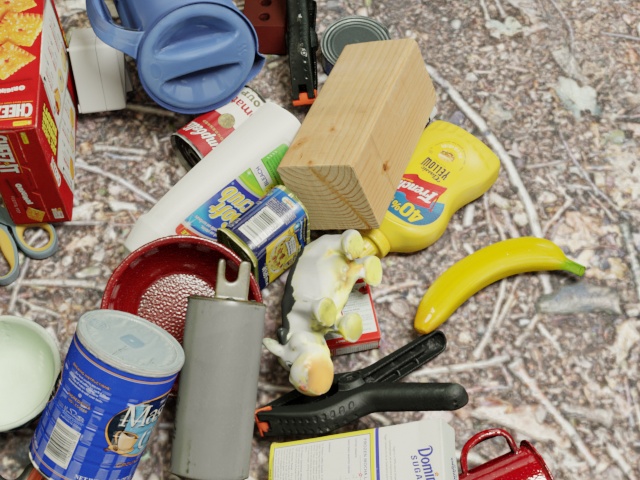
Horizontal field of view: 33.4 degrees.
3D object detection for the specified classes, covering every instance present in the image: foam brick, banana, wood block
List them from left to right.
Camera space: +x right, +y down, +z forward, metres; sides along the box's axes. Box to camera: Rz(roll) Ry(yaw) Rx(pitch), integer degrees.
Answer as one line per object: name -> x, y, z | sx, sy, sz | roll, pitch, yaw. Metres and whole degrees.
foam brick -> -0.065, -0.271, 1.286 | 0.053, 0.051, 0.078 | 2, 61, 2
wood block -> 0.045, -0.116, 1.145 | 0.090, 0.090, 0.206 | 0, 46, 30
banana -> 0.176, 0.038, 1.117 | 0.197, 0.037, 0.070 | -20, 40, -12

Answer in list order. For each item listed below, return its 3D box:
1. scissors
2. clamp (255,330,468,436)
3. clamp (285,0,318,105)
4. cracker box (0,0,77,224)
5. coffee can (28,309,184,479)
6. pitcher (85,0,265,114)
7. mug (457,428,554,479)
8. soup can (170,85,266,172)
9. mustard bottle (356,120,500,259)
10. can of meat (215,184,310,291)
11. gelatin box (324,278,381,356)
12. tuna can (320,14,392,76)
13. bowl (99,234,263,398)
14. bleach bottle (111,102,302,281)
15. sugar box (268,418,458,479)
scissors -> -0.350, -0.042, 1.181 | 0.096, 0.016, 0.202 | -15, 62, -10
clamp -> 0.040, 0.149, 1.021 | 0.210, 0.164, 0.036 | -19, 103, -3
clamp -> -0.020, -0.236, 1.255 | 0.039, 0.120, 0.171 | -3, 82, 14
cracker box -> -0.313, -0.149, 1.146 | 0.072, 0.164, 0.213 | -5, 56, -1
coffee can -> -0.198, 0.150, 0.987 | 0.103, 0.102, 0.140 | 30, 108, 15
pitcher -> -0.176, -0.260, 1.202 | 0.145, 0.149, 0.243 | -31, 44, 1
mug -> 0.167, 0.231, 0.982 | 0.081, 0.093, 0.117 | -22, 96, -7
soup can -> -0.107, -0.119, 1.194 | 0.102, 0.068, 0.068 | -40, 68, -20
mustard bottle -> 0.101, -0.043, 1.158 | 0.096, 0.058, 0.191 | 38, 68, 21
can of meat -> -0.057, 0.001, 1.109 | 0.083, 0.102, 0.057 | -40, 68, -22
gelatin box -> 0.019, 0.074, 1.109 | 0.073, 0.030, 0.089 | -10, 61, -4
tuna can -> 0.043, -0.225, 1.272 | 0.086, 0.034, 0.086 | 0, 61, 0
bowl -> -0.139, 0.076, 1.073 | 0.162, 0.055, 0.162 | 0, 88, -10
bleach bottle -> -0.116, -0.033, 1.140 | 0.250, 0.102, 0.068 | -43, 50, -14
sugar box -> 0.038, 0.224, 0.981 | 0.176, 0.048, 0.093 | -11, 60, 20
